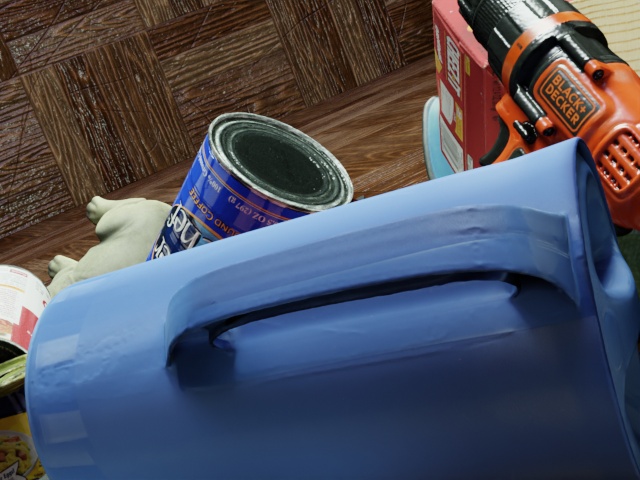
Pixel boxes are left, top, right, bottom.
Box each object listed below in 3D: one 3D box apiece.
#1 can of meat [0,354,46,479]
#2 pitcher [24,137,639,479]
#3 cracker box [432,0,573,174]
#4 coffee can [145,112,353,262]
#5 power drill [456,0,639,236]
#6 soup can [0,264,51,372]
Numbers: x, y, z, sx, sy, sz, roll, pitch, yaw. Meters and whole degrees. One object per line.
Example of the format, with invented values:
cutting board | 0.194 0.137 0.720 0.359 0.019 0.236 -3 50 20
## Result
can of meat | -0.196 0.124 0.629 0.102 0.084 0.057 -21 11 1
pitcher | 0.002 0.045 0.428 0.243 0.149 0.145 -12 23 20
cracker box | 0.183 -0.126 0.696 0.213 0.072 0.164 -26 -30 -6
coffee can | -0.055 0.001 0.714 0.140 0.103 0.102 -60 -10 30
power drill | 0.081 -0.030 0.540 0.057 0.184 0.188 12 -54 -38
soup can | -0.213 0.067 0.701 0.068 0.068 0.102 -21 27 1
